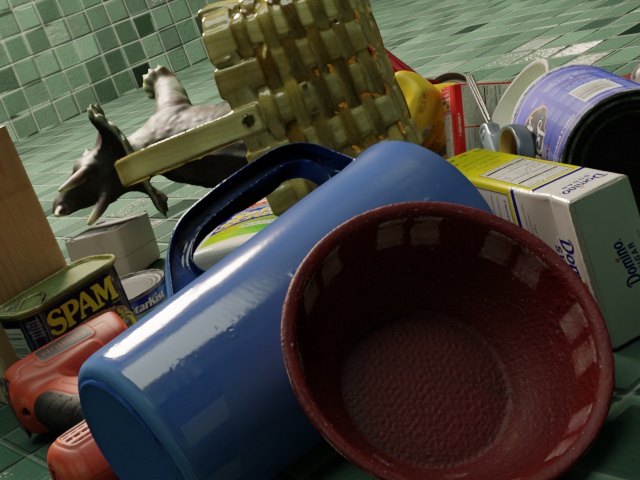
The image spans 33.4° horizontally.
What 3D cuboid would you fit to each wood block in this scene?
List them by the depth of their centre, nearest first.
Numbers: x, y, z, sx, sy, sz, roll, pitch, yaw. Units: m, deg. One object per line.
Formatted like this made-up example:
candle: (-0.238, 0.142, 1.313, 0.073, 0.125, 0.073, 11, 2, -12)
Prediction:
wood block: (-0.269, 0.020, 0.873, 0.090, 0.206, 0.090, -32, 20, -36)

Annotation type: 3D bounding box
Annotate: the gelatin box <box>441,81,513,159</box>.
gelatin box: (0.155, -0.103, 0.950, 0.089, 0.073, 0.030, -5, 1, -16)

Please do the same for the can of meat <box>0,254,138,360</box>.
can of meat: (-0.192, 0.071, 0.834, 0.058, 0.084, 0.101, -5, 22, 42)

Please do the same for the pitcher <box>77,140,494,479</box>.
pitcher: (-0.020, 0.045, 0.617, 0.242, 0.145, 0.149, -34, 24, -31)

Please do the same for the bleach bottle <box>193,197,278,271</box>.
bleach bottle: (-0.056, 0.001, 0.937, 0.102, 0.068, 0.251, -14, 15, 5)

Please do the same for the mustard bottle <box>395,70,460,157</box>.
mustard bottle: (0.106, -0.108, 1.025, 0.191, 0.058, 0.096, -2, -49, -56)

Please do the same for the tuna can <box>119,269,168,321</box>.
tuna can: (-0.172, 0.059, 0.939, 0.086, 0.034, 0.086, -19, 16, 5)

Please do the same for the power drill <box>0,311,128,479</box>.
power drill: (-0.122, 0.094, 0.720, 0.184, 0.057, 0.188, -30, 18, -29)

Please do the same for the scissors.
scissors: (0.138, -0.090, 0.832, 0.016, 0.096, 0.202, 1, 53, -6)

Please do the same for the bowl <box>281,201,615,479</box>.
bowl: (0.058, 0.061, 0.526, 0.161, 0.162, 0.055, -28, -25, -25)

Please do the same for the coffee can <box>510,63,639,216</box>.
coffee can: (0.204, -0.069, 0.772, 0.103, 0.103, 0.140, -20, 16, 2)

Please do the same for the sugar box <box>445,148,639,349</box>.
sugar box: (0.135, -0.002, 0.658, 0.048, 0.093, 0.176, -25, 18, -16)
